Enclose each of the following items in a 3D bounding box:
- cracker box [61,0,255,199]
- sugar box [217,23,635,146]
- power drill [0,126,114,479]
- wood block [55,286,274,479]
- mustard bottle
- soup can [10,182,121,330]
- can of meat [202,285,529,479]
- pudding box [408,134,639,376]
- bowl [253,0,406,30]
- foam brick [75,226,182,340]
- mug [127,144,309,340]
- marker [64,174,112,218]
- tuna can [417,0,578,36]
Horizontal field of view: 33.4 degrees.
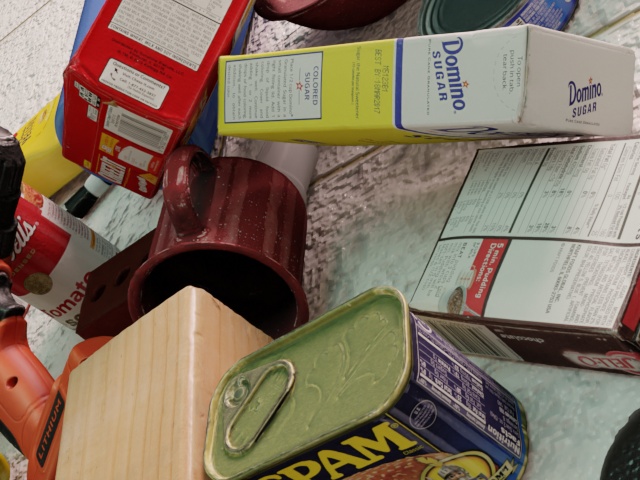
[{"bbox_3d":[-0.073,-0.145,0.613,0.213,0.072,0.164,-66,9,-15],"label":"cracker box"},{"bbox_3d":[0.044,-0.067,0.497,0.177,0.093,0.048,6,96,43],"label":"sugar box"},{"bbox_3d":[-0.171,0.048,0.615,0.188,0.057,0.184,35,115,36],"label":"power drill"},{"bbox_3d":[-0.055,0.133,0.452,0.090,0.090,0.206,-35,35,24],"label":"wood block"},{"bbox_3d":[-0.254,-0.063,0.924,0.192,0.058,0.096,-33,35,27],"label":"mustard bottle"},{"bbox_3d":[-0.192,0.009,0.734,0.069,0.102,0.068,-32,37,28],"label":"soup can"},{"bbox_3d":[0.019,0.075,0.422,0.102,0.083,0.057,-31,38,30],"label":"can of meat"},{"bbox_3d":[0.098,0.004,0.438,0.114,0.039,0.090,3,60,50],"label":"pudding box"},{"bbox_3d":[0.030,-0.193,0.700,0.162,0.055,0.162,-32,37,28],"label":"bowl"},{"bbox_3d":[-0.101,0.034,0.643,0.078,0.051,0.053,-32,37,29],"label":"foam brick"},{"bbox_3d":[-0.054,0.001,0.563,0.093,0.117,0.081,-14,39,16],"label":"mug"},{"bbox_3d":[-0.159,-0.063,0.842,0.121,0.020,0.020,-47,32,7],"label":"marker"},{"bbox_3d":[0.096,-0.127,0.574,0.086,0.033,0.086,-32,37,28],"label":"tuna can"}]
